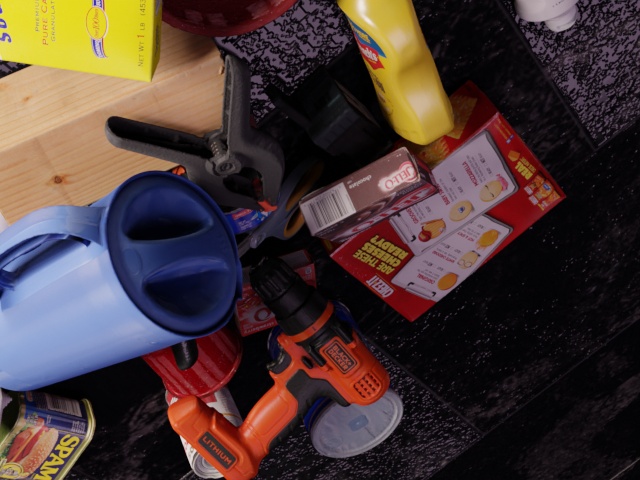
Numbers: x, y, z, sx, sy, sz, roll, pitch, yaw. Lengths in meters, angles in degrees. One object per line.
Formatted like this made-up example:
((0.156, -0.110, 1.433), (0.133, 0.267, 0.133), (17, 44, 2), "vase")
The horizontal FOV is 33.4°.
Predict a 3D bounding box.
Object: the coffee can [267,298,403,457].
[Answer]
((0.014, 0.146, 1.146), (0.102, 0.140, 0.103), (-15, 134, -16), "coffee can")

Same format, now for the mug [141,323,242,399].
((-0.130, 0.090, 1.065), (0.117, 0.093, 0.081), (-56, 138, -21), "mug")

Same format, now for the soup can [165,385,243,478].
((-0.121, 0.196, 1.147), (0.068, 0.102, 0.068), (-15, 134, -16), "soup can")

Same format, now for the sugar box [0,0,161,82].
((-0.204, -0.174, 0.767), (0.176, 0.048, 0.093), (6, 129, -3), "sugar box")

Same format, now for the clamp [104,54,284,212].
((-0.089, -0.070, 0.844), (0.120, 0.039, 0.171), (-15, 144, 10), "clamp")

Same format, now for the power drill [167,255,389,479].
((-0.052, 0.129, 1.015), (0.188, 0.057, 0.184), (-40, 106, 4), "power drill")

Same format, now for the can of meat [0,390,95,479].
((-0.294, 0.202, 1.095), (0.083, 0.057, 0.102), (22, 115, -36), "can of meat")

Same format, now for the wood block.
((-0.175, -0.100, 0.864), (0.206, 0.090, 0.091), (-24, 137, -7), "wood block")

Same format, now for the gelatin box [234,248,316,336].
((-0.048, 0.054, 1.111), (0.089, 0.030, 0.073), (-17, 135, -13), "gelatin box")

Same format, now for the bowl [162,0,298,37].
((-0.078, -0.239, 0.807), (0.162, 0.055, 0.162), (-11, 125, -16), "bowl")

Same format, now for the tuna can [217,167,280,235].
((-0.080, -0.046, 0.965), (0.086, 0.086, 0.033), (-26, 138, -4), "tuna can")

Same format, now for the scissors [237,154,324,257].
((-0.057, 0.001, 1.000), (0.201, 0.016, 0.096), (-52, 161, -25), "scissors")

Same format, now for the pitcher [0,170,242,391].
((-0.196, 0.041, 0.869), (0.243, 0.144, 0.149), (-24, 102, 38), "pitcher")

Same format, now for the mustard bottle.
((0.058, -0.175, 0.914), (0.058, 0.096, 0.191), (-29, 136, -1), "mustard bottle")

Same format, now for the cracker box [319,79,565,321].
((0.120, -0.036, 1.090), (0.214, 0.072, 0.164), (-40, 135, 11), "cracker box")

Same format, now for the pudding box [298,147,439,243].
((0.046, -0.039, 0.976), (0.114, 0.039, 0.090), (-25, 168, 14), "pudding box")
